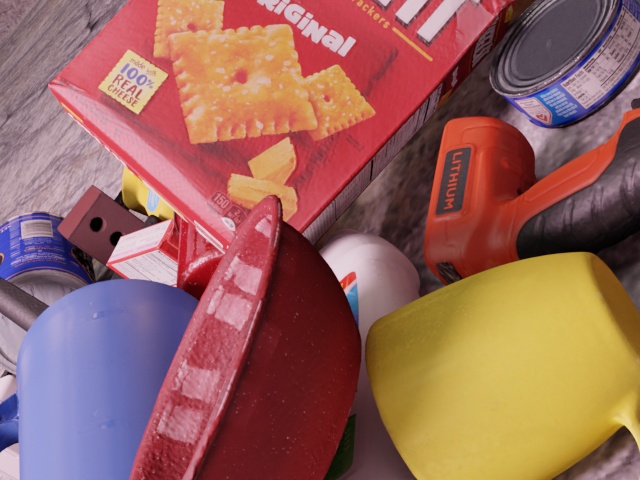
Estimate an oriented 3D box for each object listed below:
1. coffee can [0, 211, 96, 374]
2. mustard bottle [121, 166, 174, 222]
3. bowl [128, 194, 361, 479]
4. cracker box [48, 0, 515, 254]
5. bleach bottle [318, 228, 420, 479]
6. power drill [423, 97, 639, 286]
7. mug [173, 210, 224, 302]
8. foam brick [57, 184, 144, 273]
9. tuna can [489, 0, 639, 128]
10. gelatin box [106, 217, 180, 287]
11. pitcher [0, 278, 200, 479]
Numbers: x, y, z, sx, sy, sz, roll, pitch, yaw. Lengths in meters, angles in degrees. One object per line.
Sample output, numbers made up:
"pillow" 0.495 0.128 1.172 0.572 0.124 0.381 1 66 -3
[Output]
"coffee can" -0.253 0.046 0.965 0.103 0.102 0.140 -49 28 8
"mustard bottle" -0.119 -0.056 0.927 0.096 0.058 0.192 -66 25 0
"bowl" -0.028 0.065 0.428 0.162 0.055 0.162 -61 13 25
"cracker box" -0.020 -0.104 0.613 0.213 0.164 0.072 -48 -8 -7
"bleach bottle" 0.013 0.076 0.525 0.103 0.068 0.251 -47 22 23
"power drill" 0.136 -0.053 0.479 0.188 0.057 0.184 -27 37 44
"mug" -0.054 0.001 0.683 0.093 0.117 0.081 -15 40 10
"foam brick" -0.186 -0.005 0.956 0.053 0.078 0.051 -54 23 -4
"tuna can" 0.135 -0.103 0.580 0.086 0.033 0.086 -40 28 26
"gelatin box" -0.105 0.020 0.786 0.089 0.073 0.030 -17 43 52
"pitcher" -0.108 0.140 0.565 0.149 0.144 0.243 -57 25 20
